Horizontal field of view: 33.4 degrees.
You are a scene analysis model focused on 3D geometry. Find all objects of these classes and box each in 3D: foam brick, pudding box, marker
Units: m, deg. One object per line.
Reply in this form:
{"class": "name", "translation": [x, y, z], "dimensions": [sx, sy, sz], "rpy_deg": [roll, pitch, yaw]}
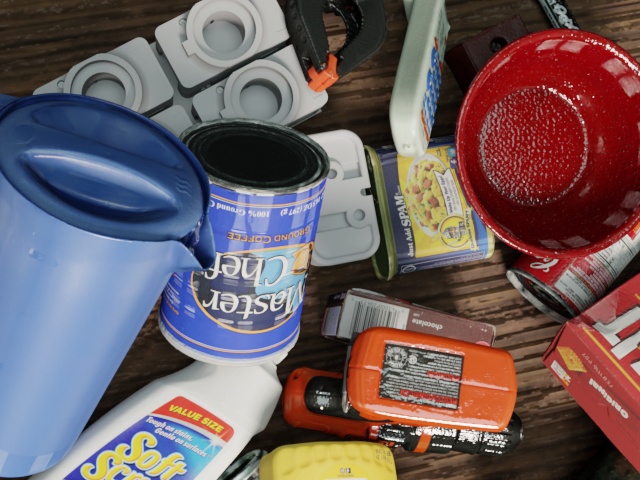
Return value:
{"class": "foam brick", "translation": [0.140, -0.125, 0.820], "dimensions": [0.053, 0.051, 0.078], "rpy_deg": [-28, 92, -8]}
{"class": "pudding box", "translation": [0.062, 0.067, 0.784], "dimensions": [0.113, 0.090, 0.039], "rpy_deg": [16, 82, -6]}
{"class": "marker", "translation": [0.194, -0.170, 0.845], "dimensions": [0.020, 0.020, 0.121], "rpy_deg": [-30, 92, -8]}

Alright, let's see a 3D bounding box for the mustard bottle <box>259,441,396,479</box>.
{"class": "mustard bottle", "translation": [0.014, 0.236, 0.725], "dimensions": [0.096, 0.058, 0.191], "rpy_deg": [5, 65, -27]}

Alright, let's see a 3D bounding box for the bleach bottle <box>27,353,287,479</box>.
{"class": "bleach bottle", "translation": [-0.123, 0.149, 0.772], "dimensions": [0.102, 0.068, 0.250], "rpy_deg": [45, 80, -2]}

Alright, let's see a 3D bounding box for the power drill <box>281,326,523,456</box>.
{"class": "power drill", "translation": [0.072, 0.113, 0.737], "dimensions": [0.184, 0.188, 0.057], "rpy_deg": [8, 71, -6]}

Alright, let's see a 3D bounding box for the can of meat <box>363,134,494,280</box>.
{"class": "can of meat", "translation": [0.078, -0.027, 0.806], "dimensions": [0.084, 0.057, 0.102], "rpy_deg": [-10, 89, -10]}

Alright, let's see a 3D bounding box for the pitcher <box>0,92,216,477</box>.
{"class": "pitcher", "translation": [-0.181, 0.031, 0.677], "dimensions": [0.144, 0.149, 0.243], "rpy_deg": [5, 131, -33]}

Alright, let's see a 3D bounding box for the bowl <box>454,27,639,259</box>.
{"class": "bowl", "translation": [0.164, -0.068, 0.768], "dimensions": [0.162, 0.055, 0.162], "rpy_deg": [-1, 94, -13]}

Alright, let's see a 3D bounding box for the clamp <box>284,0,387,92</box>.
{"class": "clamp", "translation": [0.009, -0.193, 0.783], "dimensions": [0.120, 0.039, 0.171], "rpy_deg": [25, 62, -11]}

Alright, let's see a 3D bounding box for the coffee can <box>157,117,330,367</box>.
{"class": "coffee can", "translation": [-0.055, 0.001, 0.734], "dimensions": [0.102, 0.103, 0.140], "rpy_deg": [6, 121, -8]}

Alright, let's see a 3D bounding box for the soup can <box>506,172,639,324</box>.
{"class": "soup can", "translation": [0.201, 0.007, 0.816], "dimensions": [0.068, 0.068, 0.102], "rpy_deg": [41, 83, -5]}
